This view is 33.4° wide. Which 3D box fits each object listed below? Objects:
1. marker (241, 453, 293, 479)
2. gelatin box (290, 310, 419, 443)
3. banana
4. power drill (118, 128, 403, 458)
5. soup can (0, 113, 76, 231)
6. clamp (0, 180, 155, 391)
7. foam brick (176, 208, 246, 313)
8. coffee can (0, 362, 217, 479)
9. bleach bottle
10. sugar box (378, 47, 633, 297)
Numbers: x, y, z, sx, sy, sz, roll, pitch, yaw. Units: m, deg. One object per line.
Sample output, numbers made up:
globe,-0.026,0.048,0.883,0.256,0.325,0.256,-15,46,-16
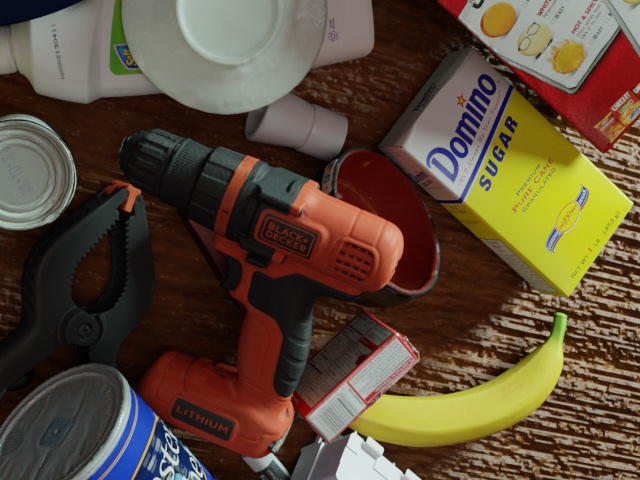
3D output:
marker,-0.014,0.196,0.791,0.020,0.020,0.121,-40,105,-6
gelatin box,0.020,0.095,0.758,0.089,0.073,0.030,-42,107,-7
banana,0.106,0.118,0.806,0.197,0.037,0.069,-19,83,-13
power drill,-0.060,0.036,0.681,0.184,0.057,0.188,24,117,6
soup can,-0.189,-0.044,0.668,0.068,0.102,0.068,-2,99,-15
clamp,-0.173,0.059,0.703,0.164,0.036,0.210,14,91,-40
foam brick,-0.055,0.001,0.736,0.053,0.051,0.078,-32,105,-9
coffee can,-0.127,0.161,0.677,0.102,0.103,0.140,-39,125,-7
bleach bottle,-0.095,-0.150,0.699,0.250,0.068,0.102,-10,100,-11
sugar box,0.137,-0.048,0.779,0.176,0.048,0.093,40,79,-19
